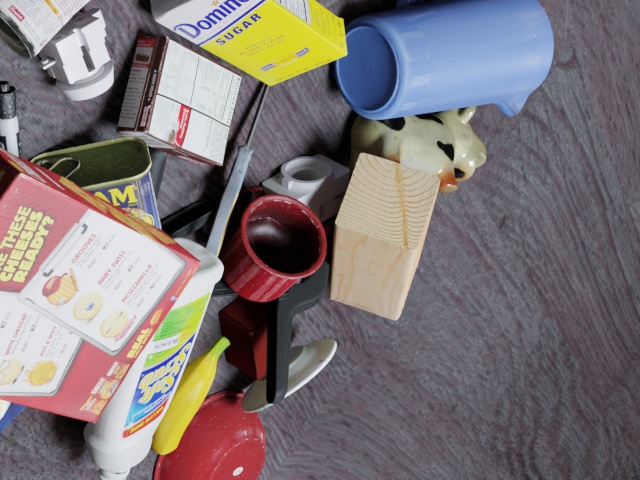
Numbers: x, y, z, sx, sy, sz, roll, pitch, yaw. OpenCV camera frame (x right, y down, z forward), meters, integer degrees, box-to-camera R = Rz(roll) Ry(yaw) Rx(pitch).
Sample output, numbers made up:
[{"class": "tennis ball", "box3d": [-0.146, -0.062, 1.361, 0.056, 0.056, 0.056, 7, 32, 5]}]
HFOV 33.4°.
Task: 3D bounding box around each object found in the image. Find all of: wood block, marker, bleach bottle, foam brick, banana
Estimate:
[{"class": "wood block", "box3d": [0.066, 0.001, 1.175, 0.206, 0.090, 0.090, 94, 16, -65]}, {"class": "marker", "box3d": [-0.250, -0.071, 0.859, 0.020, 0.020, 0.121, -26, 133, -40]}, {"class": "bleach bottle", "box3d": [-0.168, 0.125, 1.011, 0.102, 0.068, 0.251, -22, 137, -51]}, {"class": "foam brick", "box3d": [-0.073, 0.105, 1.184, 0.051, 0.053, 0.078, -36, 139, -33]}, {"class": "banana", "box3d": [-0.145, 0.177, 1.096, 0.069, 0.037, 0.198, -28, 159, -45]}]

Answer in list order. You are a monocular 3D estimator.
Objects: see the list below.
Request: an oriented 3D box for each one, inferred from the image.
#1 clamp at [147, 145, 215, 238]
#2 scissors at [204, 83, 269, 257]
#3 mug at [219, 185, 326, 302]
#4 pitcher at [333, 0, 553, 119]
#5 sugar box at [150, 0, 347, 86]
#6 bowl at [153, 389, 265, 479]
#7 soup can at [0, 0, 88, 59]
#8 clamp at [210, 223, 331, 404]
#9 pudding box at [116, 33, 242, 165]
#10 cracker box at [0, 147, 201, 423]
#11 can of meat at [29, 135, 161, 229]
[{"class": "clamp", "box3d": [-0.165, 0.004, 1.007, 0.120, 0.039, 0.171, 37, 81, -50]}, {"class": "scissors", "box3d": [-0.081, -0.071, 1.069, 0.096, 0.016, 0.201, 122, -14, -71]}, {"class": "mug", "box3d": [-0.057, 0.001, 1.085, 0.093, 0.117, 0.082, -14, 162, -33]}, {"class": "pitcher", "box3d": [0.130, -0.212, 1.164, 0.242, 0.149, 0.145, -17, 142, -41]}, {"class": "sugar box", "box3d": [-0.060, -0.196, 0.946, 0.176, 0.093, 0.048, 17, 60, -56]}, {"class": "bowl", "box3d": [-0.115, 0.256, 1.238, 0.161, 0.055, 0.162, -31, 136, -36]}, {"class": "soup can", "box3d": [-0.203, -0.192, 0.790, 0.102, 0.069, 0.068, -49, 144, -15]}, {"class": "clamp", "box3d": [-0.046, 0.061, 1.138, 0.209, 0.164, 0.036, -41, -174, -37]}, {"class": "pudding box", "box3d": [-0.123, -0.123, 0.951, 0.113, 0.039, 0.090, 20, 80, -57]}, {"class": "cracker box", "box3d": [-0.213, 0.038, 0.813, 0.164, 0.072, 0.213, -56, 144, 2]}, {"class": "can of meat", "box3d": [-0.190, -0.033, 0.908, 0.102, 0.057, 0.084, -13, 134, -9]}]
